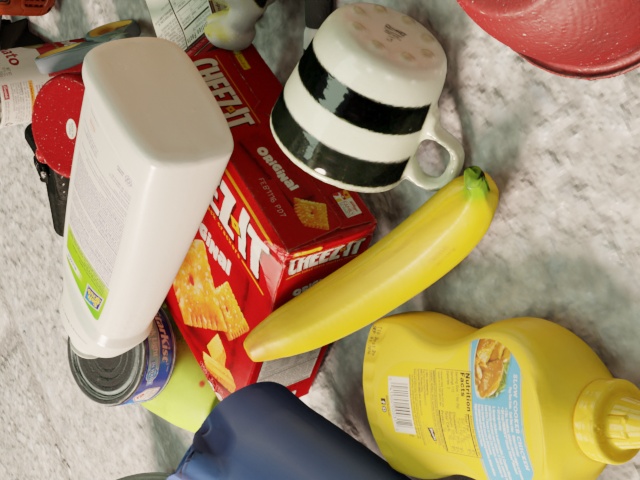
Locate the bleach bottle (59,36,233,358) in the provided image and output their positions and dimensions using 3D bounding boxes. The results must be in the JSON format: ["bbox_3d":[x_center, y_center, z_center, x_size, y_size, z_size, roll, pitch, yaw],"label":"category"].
[{"bbox_3d":[-0.131,-0.006,0.690,0.103,0.067,0.251,58,143,24],"label":"bleach bottle"}]

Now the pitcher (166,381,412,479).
[{"bbox_3d":[0.029,0.200,0.652,0.243,0.149,0.145,28,126,32],"label":"pitcher"}]

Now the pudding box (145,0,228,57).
[{"bbox_3d":[-0.093,-0.189,0.751,0.090,0.039,0.113,-20,88,57],"label":"pudding box"}]

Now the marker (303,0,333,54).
[{"bbox_3d":[-0.002,-0.103,0.673,0.020,0.020,0.121,30,127,46],"label":"marker"}]

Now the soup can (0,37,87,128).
[{"bbox_3d":[-0.250,-0.138,0.943,0.069,0.102,0.068,29,126,48],"label":"soup can"}]

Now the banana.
[{"bbox_3d":[0.036,0.013,0.605,0.198,0.069,0.037,-41,56,35],"label":"banana"}]

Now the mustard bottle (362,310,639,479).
[{"bbox_3d":[0.101,0.088,0.570,0.192,0.058,0.096,-3,95,56],"label":"mustard bottle"}]

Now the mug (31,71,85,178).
[{"bbox_3d":[-0.180,-0.090,0.847,0.117,0.081,0.093,-22,90,34],"label":"mug"}]

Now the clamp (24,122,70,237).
[{"bbox_3d":[-0.249,-0.062,1.014,0.120,0.039,0.172,69,164,-7],"label":"clamp"}]

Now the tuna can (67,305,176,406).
[{"bbox_3d":[-0.151,0.082,0.804,0.086,0.033,0.086,0,90,35],"label":"tuna can"}]

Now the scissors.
[{"bbox_3d":[-0.168,-0.140,0.798,0.202,0.096,0.016,-128,15,-69],"label":"scissors"}]

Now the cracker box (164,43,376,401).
[{"bbox_3d":[-0.055,0.001,0.726,0.164,0.072,0.214,56,150,26],"label":"cracker box"}]
